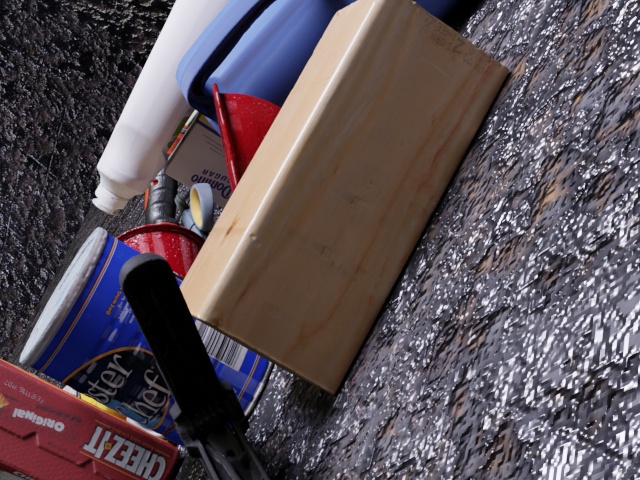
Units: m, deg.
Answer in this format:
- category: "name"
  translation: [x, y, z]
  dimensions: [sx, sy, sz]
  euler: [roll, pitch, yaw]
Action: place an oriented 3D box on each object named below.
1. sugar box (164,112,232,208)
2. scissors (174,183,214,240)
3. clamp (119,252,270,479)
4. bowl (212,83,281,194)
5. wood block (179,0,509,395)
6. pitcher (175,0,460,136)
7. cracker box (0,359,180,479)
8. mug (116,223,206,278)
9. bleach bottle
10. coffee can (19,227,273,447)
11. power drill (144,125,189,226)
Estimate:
- category: "sugar box"
  translation: [-0.064, -0.116, 1.013]
  dimensions: [0.176, 0.093, 0.048]
  euler: [-52, 15, 23]
- category: "scissors"
  translation: [-0.118, -0.033, 0.984]
  dimensions: [0.202, 0.016, 0.096]
  euler: [-118, 28, -56]
- category: "clamp"
  translation: [-0.063, 0.086, 0.569]
  dimensions: [0.036, 0.164, 0.210]
  euler: [-25, 1, -11]
- category: "bowl"
  translation: [-0.032, -0.031, 0.725]
  dimensions: [0.162, 0.055, 0.162]
  euler: [168, 90, -85]
- category: "wood block"
  translation: [0.009, -0.029, 0.612]
  dimensions: [0.206, 0.090, 0.091]
  euler: [-61, 16, -8]
- category: "pitcher"
  translation: [0.012, -0.168, 0.782]
  dimensions: [0.243, 0.145, 0.149]
  euler: [-45, 17, 34]
- category: "cracker box"
  translation: [-0.219, 0.162, 0.836]
  dimensions: [0.214, 0.164, 0.072]
  euler: [-29, 35, 63]
- category: "mug"
  translation: [-0.117, 0.055, 0.829]
  dimensions: [0.093, 0.117, 0.081]
  euler: [-27, 44, 9]
- category: "bleach bottle"
  translation: [-0.138, -0.133, 0.967]
  dimensions: [0.251, 0.068, 0.102]
  euler: [-58, 0, 13]
- category: "coffee can"
  translation: [-0.114, 0.070, 0.717]
  dimensions: [0.103, 0.140, 0.103]
  euler: [-53, 16, 22]
- category: "power drill"
  translation: [-0.189, -0.028, 1.217]
  dimensions: [0.185, 0.057, 0.187]
  euler: [135, 136, -58]
